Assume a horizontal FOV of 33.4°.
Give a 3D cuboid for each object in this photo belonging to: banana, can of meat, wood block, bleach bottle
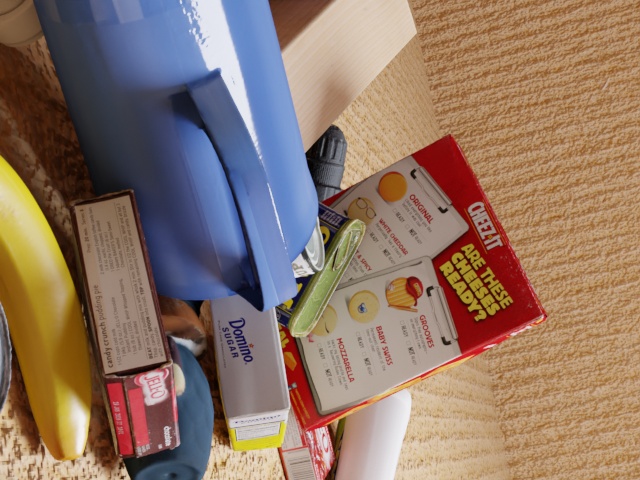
[{"bbox_3d":[-0.151,0.015,0.510,0.069,0.037,0.198,-58,135,-45],"label":"banana"},{"bbox_3d":[-0.027,0.011,0.829,0.102,0.084,0.057,-61,163,3],"label":"can of meat"},{"bbox_3d":[-0.016,-0.161,0.912,0.205,0.090,0.091,-50,133,-33],"label":"wood block"},{"bbox_3d":[0.035,0.232,0.971,0.250,0.068,0.103,-70,174,-64],"label":"bleach bottle"}]

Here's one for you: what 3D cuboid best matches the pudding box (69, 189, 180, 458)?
[{"bbox_3d":[-0.103,0.045,0.563,0.090,0.039,0.113,98,-24,-53],"label":"pudding box"}]

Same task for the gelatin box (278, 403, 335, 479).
[{"bbox_3d":[-0.015,0.165,0.935,0.073,0.030,0.089,-34,111,-76],"label":"gelatin box"}]

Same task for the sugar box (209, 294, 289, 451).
[{"bbox_3d":[-0.049,0.087,0.730,0.176,0.048,0.093,92,-11,-72],"label":"sugar box"}]

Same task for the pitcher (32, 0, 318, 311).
[{"bbox_3d":[-0.074,-0.079,0.578,0.243,0.149,0.145,80,26,-51],"label":"pitcher"}]

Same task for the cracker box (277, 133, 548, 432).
[{"bbox_3d":[0.053,0.038,0.873,0.164,0.214,0.072,65,12,12],"label":"cracker box"}]
